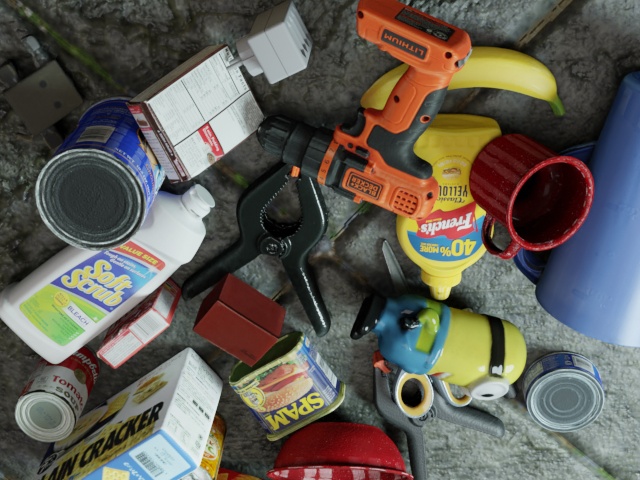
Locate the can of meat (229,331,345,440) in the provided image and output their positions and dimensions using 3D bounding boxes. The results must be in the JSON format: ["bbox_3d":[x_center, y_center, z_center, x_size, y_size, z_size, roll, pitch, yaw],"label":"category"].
[{"bbox_3d":[-0.038,0.157,1.169,0.102,0.057,0.084,-30,108,17],"label":"can of meat"}]

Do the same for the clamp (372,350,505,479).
[{"bbox_3d":[0.123,0.185,1.180,0.120,0.039,0.171,-31,109,2],"label":"clamp"}]

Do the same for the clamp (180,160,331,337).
[{"bbox_3d":[-0.057,0.001,1.102,0.164,0.036,0.210,9,121,-1],"label":"clamp"}]

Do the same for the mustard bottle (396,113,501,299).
[{"bbox_3d":[0.124,-0.028,1.061,0.096,0.058,0.192,0,117,-1],"label":"mustard bottle"}]

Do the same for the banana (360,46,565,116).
[{"bbox_3d":[0.137,-0.150,1.010,0.198,0.037,0.070,3,116,3],"label":"banana"}]

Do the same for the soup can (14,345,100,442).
[{"bbox_3d":[-0.287,0.164,1.166,0.068,0.102,0.068,2,116,4],"label":"soup can"}]

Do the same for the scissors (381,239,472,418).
[{"bbox_3d":[0.088,0.106,1.132,0.096,0.016,0.201,-37,103,-1],"label":"scissors"}]

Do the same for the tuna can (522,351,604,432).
[{"bbox_3d":[0.264,0.166,1.160,0.086,0.033,0.086,2,117,4],"label":"tuna can"}]

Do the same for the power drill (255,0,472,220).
[{"bbox_3d":[0.043,-0.125,0.974,0.184,0.057,0.188,24,125,6],"label":"power drill"}]

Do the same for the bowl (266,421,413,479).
[{"bbox_3d":[0.021,0.235,1.177,0.162,0.055,0.162,2,160,0],"label":"bowl"}]

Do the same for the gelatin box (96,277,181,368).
[{"bbox_3d":[-0.193,0.086,1.136,0.089,0.073,0.030,-38,107,21],"label":"gelatin box"}]

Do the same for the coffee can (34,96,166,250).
[{"bbox_3d":[-0.202,-0.067,1.022,0.103,0.140,0.103,2,117,3],"label":"coffee can"}]

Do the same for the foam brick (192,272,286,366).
[{"bbox_3d":[-0.084,0.082,1.105,0.078,0.051,0.053,34,122,-15],"label":"foam brick"}]

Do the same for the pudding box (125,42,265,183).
[{"bbox_3d":[-0.114,-0.121,1.009,0.039,0.113,0.090,0,125,50],"label":"pudding box"}]

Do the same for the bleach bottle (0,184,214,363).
[{"bbox_3d":[-0.216,0.021,1.113,0.251,0.068,0.102,-38,106,18],"label":"bleach bottle"}]

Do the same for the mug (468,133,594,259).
[{"bbox_3d":[0.186,-0.039,0.993,0.093,0.082,0.117,14,108,-31],"label":"mug"}]

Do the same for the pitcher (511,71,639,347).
[{"bbox_3d":[0.292,-0.035,1.014,0.149,0.145,0.243,6,114,-17],"label":"pitcher"}]
